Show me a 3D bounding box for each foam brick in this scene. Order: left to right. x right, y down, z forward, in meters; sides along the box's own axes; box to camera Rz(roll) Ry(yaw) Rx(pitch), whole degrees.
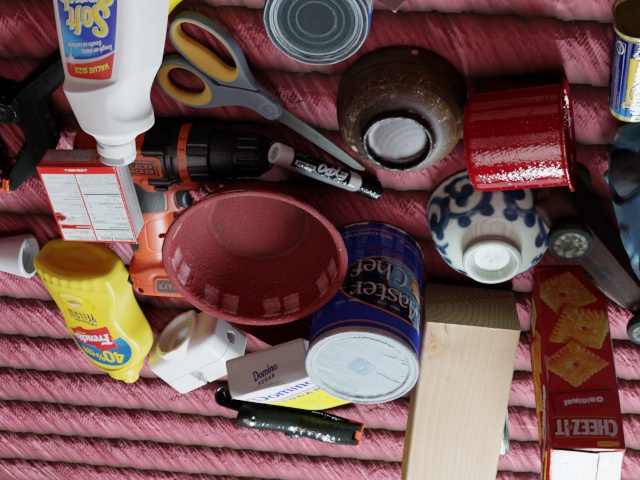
[{"bbox_3d":[-0.043,0.070,1.080,0.078,0.053,0.051,31,131,-19],"label":"foam brick"}]

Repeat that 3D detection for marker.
[{"bbox_3d":[0.007,-0.060,0.946,0.120,0.020,0.020,18,137,-34],"label":"marker"}]

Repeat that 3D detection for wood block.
[{"bbox_3d":[0.136,0.157,1.063,0.091,0.090,0.206,6,112,3],"label":"wood block"}]

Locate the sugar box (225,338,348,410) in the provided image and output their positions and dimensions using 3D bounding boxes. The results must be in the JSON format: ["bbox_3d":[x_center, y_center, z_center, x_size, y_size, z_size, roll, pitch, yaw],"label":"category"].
[{"bbox_3d":[-0.011,0.141,1.092,0.093,0.048,0.176,-19,162,25],"label":"sugar box"}]

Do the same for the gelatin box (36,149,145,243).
[{"bbox_3d":[-0.201,-0.039,0.944,0.073,0.030,0.089,1,132,12],"label":"gelatin box"}]

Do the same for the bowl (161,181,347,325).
[{"bbox_3d":[-0.056,0.001,0.940,0.162,0.055,0.162,2,132,2],"label":"bowl"}]

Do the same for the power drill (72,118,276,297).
[{"bbox_3d":[-0.125,-0.030,0.994,0.184,0.057,0.188,4,132,10],"label":"power drill"}]

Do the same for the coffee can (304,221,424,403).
[{"bbox_3d":[0.044,0.066,1.001,0.103,0.140,0.103,4,135,4],"label":"coffee can"}]

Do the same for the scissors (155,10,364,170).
[{"bbox_3d":[-0.061,-0.110,0.913,0.096,0.016,0.201,-29,114,39],"label":"scissors"}]

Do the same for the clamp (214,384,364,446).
[{"bbox_3d":[-0.037,0.197,1.197,0.171,0.120,0.039,19,94,-27],"label":"clamp"}]

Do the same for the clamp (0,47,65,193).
[{"bbox_3d":[-0.285,-0.129,0.934,0.164,0.036,0.210,16,135,-8],"label":"clamp"}]

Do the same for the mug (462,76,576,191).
[{"bbox_3d":[0.167,-0.081,0.885,0.082,0.093,0.117,-4,169,19],"label":"mug"}]

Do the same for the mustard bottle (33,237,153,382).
[{"bbox_3d":[-0.225,0.083,1.115,0.096,0.058,0.191,10,139,23],"label":"mustard bottle"}]

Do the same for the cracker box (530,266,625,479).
[{"bbox_3d":[0.237,0.155,1.006,0.072,0.213,0.164,-1,134,9],"label":"cracker box"}]

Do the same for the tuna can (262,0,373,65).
[{"bbox_3d":[-0.002,-0.181,0.841,0.086,0.033,0.086,5,135,4],"label":"tuna can"}]

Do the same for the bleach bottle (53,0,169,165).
[{"bbox_3d":[-0.154,-0.171,0.806,0.103,0.068,0.251,20,126,25],"label":"bleach bottle"}]
